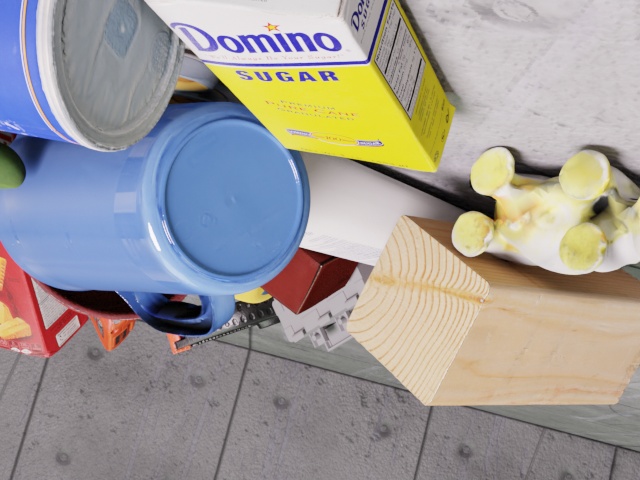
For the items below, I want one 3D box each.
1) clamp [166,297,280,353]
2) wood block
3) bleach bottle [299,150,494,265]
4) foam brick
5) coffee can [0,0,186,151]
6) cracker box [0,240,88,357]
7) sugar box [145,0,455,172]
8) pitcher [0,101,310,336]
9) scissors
[{"bbox_3d":[-0.050,0.066,1.065,0.210,0.036,0.164,-19,174,-6],"label":"clamp"},{"bbox_3d":[0.133,0.051,0.725,0.205,0.090,0.091,8,-155,-42],"label":"wood block"},{"bbox_3d":[0.061,-0.005,0.788,0.250,0.068,0.103,18,169,-30],"label":"bleach bottle"},{"bbox_3d":[-0.008,0.014,0.833,0.051,0.053,0.078,37,-149,17],"label":"foam brick"},{"bbox_3d":[-0.143,-0.099,0.463,0.140,0.103,0.102,11,169,21],"label":"coffee can"},{"bbox_3d":[-0.309,-0.008,0.933,0.164,0.072,0.214,10,128,22],"label":"cracker box"},{"bbox_3d":[-0.002,-0.085,0.500,0.093,0.048,0.176,10,170,23],"label":"sugar box"},{"bbox_3d":[-0.107,-0.017,0.685,0.149,0.145,0.243,18,172,-32],"label":"pitcher"},{"bbox_3d":[-0.136,-0.106,0.649,0.202,0.016,0.096,13,172,4],"label":"scissors"}]
